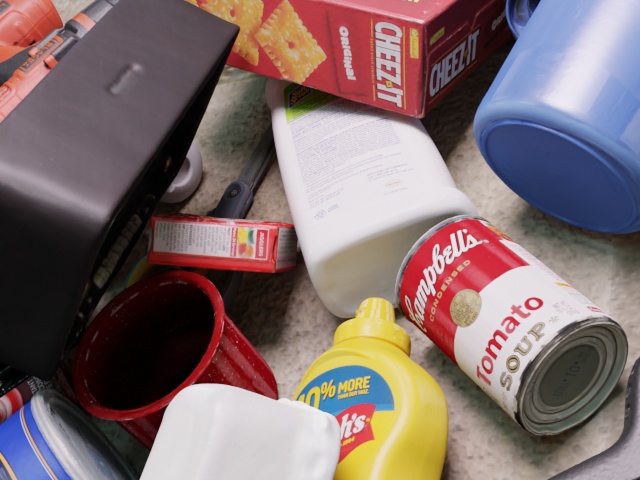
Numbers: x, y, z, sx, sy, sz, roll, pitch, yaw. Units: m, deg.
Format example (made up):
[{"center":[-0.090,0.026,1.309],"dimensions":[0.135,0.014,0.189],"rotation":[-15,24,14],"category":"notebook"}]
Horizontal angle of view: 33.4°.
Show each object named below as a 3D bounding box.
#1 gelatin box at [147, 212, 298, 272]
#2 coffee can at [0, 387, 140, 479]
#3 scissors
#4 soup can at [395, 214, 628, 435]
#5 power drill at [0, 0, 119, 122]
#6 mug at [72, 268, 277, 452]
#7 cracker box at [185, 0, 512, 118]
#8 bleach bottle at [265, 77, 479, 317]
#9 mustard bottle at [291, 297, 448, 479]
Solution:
[{"center":[-0.054,0.001,0.627],"dimensions":[0.073,0.089,0.030],"rotation":[5,92,7],"category":"gelatin box"},{"center":[-0.168,0.161,0.558],"dimensions":[0.140,0.102,0.103],"rotation":[-39,43,-4],"category":"coffee can"},{"center":[-0.075,-0.021,0.724],"dimensions":[0.096,0.016,0.201],"rotation":[-8,49,26],"category":"scissors"},{"center":[0.093,0.040,0.529],"dimensions":[0.068,0.068,0.102],"rotation":[-40,43,-5],"category":"soup can"},{"center":[-0.210,-0.155,0.835],"dimensions":[0.184,0.057,0.188],"rotation":[-44,34,-13],"category":"power drill"},{"center":[-0.077,0.069,0.599],"dimensions":[0.093,0.081,0.117],"rotation":[-22,45,14],"category":"mug"},{"center":[0.013,-0.165,0.692],"dimensions":[0.214,0.072,0.164],"rotation":[20,44,28],"category":"cracker box"},{"center":[0.022,-0.066,0.672],"dimensions":[0.102,0.068,0.251],"rotation":[-19,41,5],"category":"bleach bottle"},{"center":[0.017,0.110,0.517],"dimensions":[0.096,0.058,0.191],"rotation":[-29,38,40],"category":"mustard bottle"}]
